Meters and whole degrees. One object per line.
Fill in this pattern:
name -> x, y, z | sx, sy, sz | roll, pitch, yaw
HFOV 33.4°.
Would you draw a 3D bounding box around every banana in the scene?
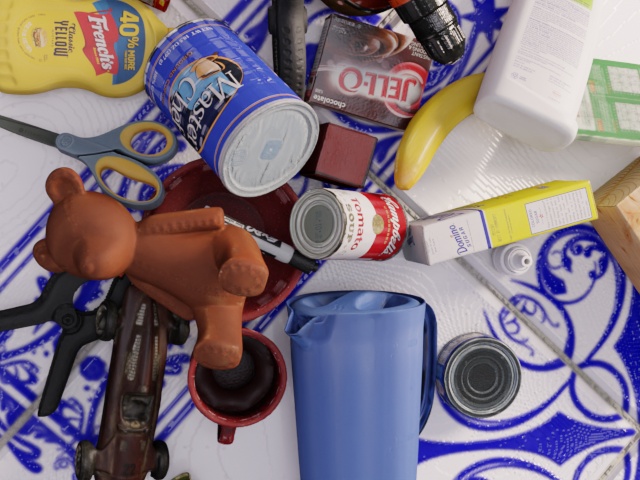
banana -> 0.135, -0.119, 1.050 | 0.197, 0.037, 0.069 | -31, 81, -27

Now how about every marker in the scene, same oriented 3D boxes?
marker -> -0.057, 0.001, 0.999 | 0.121, 0.020, 0.020 | 25, 88, -10

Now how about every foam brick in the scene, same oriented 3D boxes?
foam brick -> 0.017, -0.081, 1.035 | 0.053, 0.078, 0.051 | 15, 90, -13

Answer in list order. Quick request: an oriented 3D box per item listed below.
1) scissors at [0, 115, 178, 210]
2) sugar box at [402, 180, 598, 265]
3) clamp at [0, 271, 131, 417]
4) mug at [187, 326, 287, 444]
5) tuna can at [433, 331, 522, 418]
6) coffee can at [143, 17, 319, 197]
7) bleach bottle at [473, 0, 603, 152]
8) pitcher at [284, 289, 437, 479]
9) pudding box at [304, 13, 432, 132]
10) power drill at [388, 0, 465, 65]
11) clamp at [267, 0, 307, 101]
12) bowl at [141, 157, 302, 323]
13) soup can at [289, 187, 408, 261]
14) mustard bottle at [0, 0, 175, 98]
scissors -> -0.219, -0.101, 1.002 | 0.202, 0.016, 0.096 | 34, 72, 13
sugar box -> 0.172, -0.020, 1.057 | 0.176, 0.093, 0.048 | -13, 95, -9
clamp -> -0.241, 0.084, 1.020 | 0.171, 0.039, 0.120 | -33, 112, -9
mug -> -0.085, 0.137, 1.027 | 0.093, 0.081, 0.117 | 5, 92, -10
tuna can -> 0.162, 0.138, 1.093 | 0.086, 0.034, 0.086 | -1, 93, -10
coffee can -> -0.082, -0.122, 0.970 | 0.102, 0.102, 0.140 | -38, 58, -6
bleach bottle -> 0.237, -0.219, 1.054 | 0.102, 0.068, 0.250 | 25, 73, -7
pitcher -> 0.044, 0.169, 1.036 | 0.149, 0.145, 0.243 | -1, 97, 2
pudding box -> 0.048, -0.164, 1.055 | 0.113, 0.039, 0.090 | 15, 91, -10
power drill -> 0.126, -0.283, 1.019 | 0.187, 0.057, 0.184 | -41, 108, -30
clamp -> -0.030, -0.210, 0.991 | 0.036, 0.164, 0.210 | -3, 103, -6
bowl -> -0.094, -0.002, 1.031 | 0.162, 0.055, 0.162 | -1, 93, -10
soup can -> 0.027, -0.014, 1.012 | 0.102, 0.069, 0.068 | 2, 93, -51
mustard bottle -> -0.206, -0.183, 1.001 | 0.191, 0.058, 0.096 | 1, 88, -10
